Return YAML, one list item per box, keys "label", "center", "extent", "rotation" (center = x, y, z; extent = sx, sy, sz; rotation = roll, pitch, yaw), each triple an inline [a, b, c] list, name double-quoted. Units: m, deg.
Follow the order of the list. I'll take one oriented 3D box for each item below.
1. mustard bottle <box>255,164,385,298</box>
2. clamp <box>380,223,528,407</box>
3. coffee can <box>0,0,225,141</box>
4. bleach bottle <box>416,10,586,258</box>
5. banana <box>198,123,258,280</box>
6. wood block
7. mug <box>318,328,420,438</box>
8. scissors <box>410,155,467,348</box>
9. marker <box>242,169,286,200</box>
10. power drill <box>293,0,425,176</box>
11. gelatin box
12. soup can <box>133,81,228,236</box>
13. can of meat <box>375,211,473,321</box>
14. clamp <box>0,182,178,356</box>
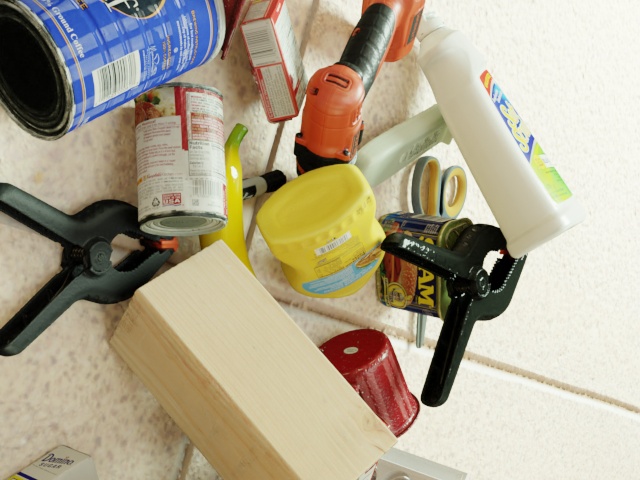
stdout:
- label: "mustard bottle"
  center: [0.010, 0.006, 0.939]
  extent: [0.096, 0.058, 0.191]
  rotation: [-30, 155, -2]
- label: "clamp"
  center: [0.137, 0.052, 1.002]
  extent: [0.209, 0.036, 0.164]
  rotation: [-20, 104, -47]
- label: "coffee can"
  center: [-0.150, -0.143, 0.732]
  extent: [0.140, 0.103, 0.103]
  rotation: [-36, 123, -37]
- label: "bleach bottle"
  center: [0.159, -0.110, 1.029]
  extent: [0.251, 0.068, 0.102]
  rotation: [60, 29, 7]
- label: "banana"
  center: [-0.069, 0.006, 0.881]
  extent: [0.069, 0.037, 0.198]
  rotation: [-33, 132, -36]
- label: "wood block"
  center: [-0.054, 0.114, 0.811]
  extent: [0.206, 0.090, 0.090]
  rotation: [48, 50, 10]
- label: "mug"
  center: [0.037, 0.142, 0.997]
  extent: [0.117, 0.093, 0.081]
  rotation: [-77, 149, -62]
- label: "scissors"
  center: [0.126, 0.006, 1.130]
  extent: [0.096, 0.016, 0.202]
  rotation: [-21, 113, -44]
- label: "marker"
  center: [-0.073, -0.040, 0.899]
  extent: [0.120, 0.020, 0.020]
  rotation: [-19, 111, -44]
- label: "power drill"
  center: [0.032, -0.131, 0.934]
  extent: [0.184, 0.057, 0.187]
  rotation: [102, 10, -61]
- label: "gelatin box"
  center: [-0.038, -0.152, 0.884]
  extent: [0.073, 0.030, 0.089]
  rotation: [-79, 156, -60]
- label: "soup can"
  center: [-0.105, -0.060, 0.803]
  extent: [0.068, 0.069, 0.102]
  rotation: [10, 72, -48]
- label: "can of meat"
  center: [0.103, 0.024, 1.056]
  extent: [0.057, 0.084, 0.102]
  rotation: [-14, 108, -45]
- label: "clamp"
  center: [-0.177, 0.003, 0.780]
  extent: [0.171, 0.039, 0.120]
  rotation: [-25, 120, -49]
